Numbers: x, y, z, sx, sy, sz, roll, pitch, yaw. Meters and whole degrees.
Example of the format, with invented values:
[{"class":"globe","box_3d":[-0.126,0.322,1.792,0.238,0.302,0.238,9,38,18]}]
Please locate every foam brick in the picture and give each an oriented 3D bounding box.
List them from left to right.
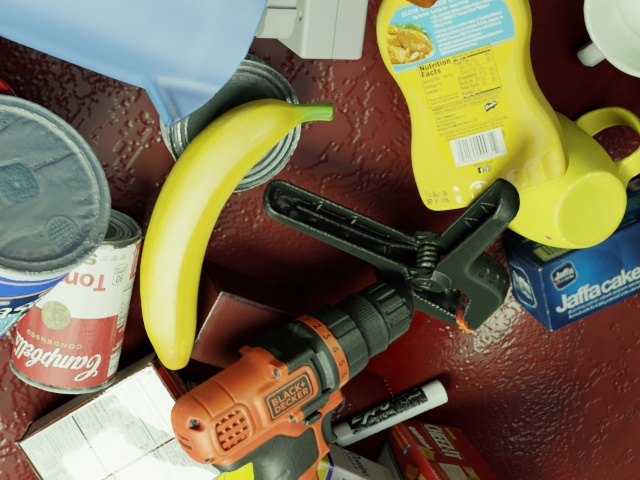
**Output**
[{"class":"foam brick","box_3d":[-0.052,0.056,0.724,0.078,0.053,0.051,21,104,-27]}]

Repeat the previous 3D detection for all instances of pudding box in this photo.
[{"class":"pudding box","box_3d":[-0.130,0.138,0.708,0.113,0.039,0.090,-30,96,7]}]

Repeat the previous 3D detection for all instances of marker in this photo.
[{"class":"marker","box_3d":[0.040,0.139,0.816,0.121,0.020,0.020,-22,119,-10]}]

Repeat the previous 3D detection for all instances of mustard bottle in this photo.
[{"class":"mustard bottle","box_3d":[0.087,-0.121,0.673,0.096,0.058,0.191,-13,101,22]}]

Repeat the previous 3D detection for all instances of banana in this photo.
[{"class":"banana","box_3d":[-0.068,-0.011,0.648,0.069,0.037,0.198,29,105,-10]}]

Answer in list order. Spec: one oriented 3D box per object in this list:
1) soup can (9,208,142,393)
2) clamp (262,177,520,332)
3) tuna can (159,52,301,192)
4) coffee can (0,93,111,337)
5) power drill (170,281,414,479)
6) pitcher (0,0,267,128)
[{"class":"soup can","box_3d":[-0.152,0.035,0.666,0.068,0.068,0.102,6,111,-23]},{"class":"clamp","box_3d":[0.080,0.011,0.711,0.209,0.165,0.036,41,56,-49]},{"class":"tuna can","box_3d":[-0.057,-0.076,0.671,0.086,0.034,0.086,-8,116,-17]},{"class":"coffee can","box_3d":[-0.191,0.000,0.577,0.102,0.103,0.141,24,141,-28]},{"class":"power drill","box_3d":[0.005,0.138,0.704,0.184,0.057,0.187,-29,114,-26]},{"class":"pitcher","box_3d":[-0.148,-0.173,0.548,0.242,0.149,0.145,16,122,-23]}]
